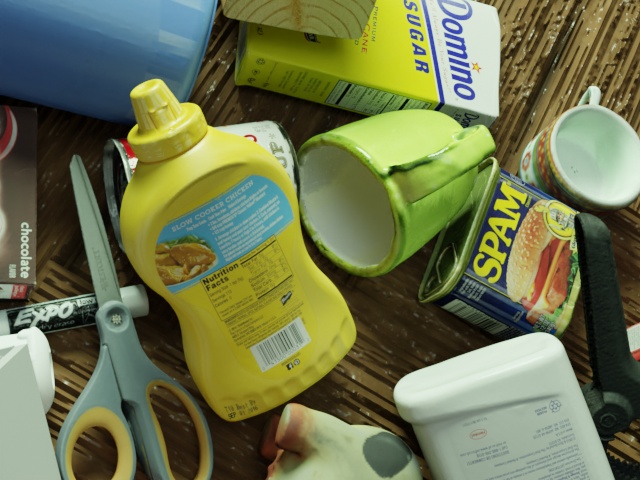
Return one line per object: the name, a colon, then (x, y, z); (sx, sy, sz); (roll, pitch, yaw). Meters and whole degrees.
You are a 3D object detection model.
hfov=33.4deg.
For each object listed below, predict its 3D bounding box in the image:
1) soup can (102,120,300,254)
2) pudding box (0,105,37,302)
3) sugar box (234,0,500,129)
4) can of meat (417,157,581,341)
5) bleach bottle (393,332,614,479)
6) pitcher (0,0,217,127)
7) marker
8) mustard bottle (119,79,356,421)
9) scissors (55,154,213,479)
soup can: (-0.071, -0.033, 0.634); (0.102, 0.069, 0.068); (-10, 74, -22)
pudding box: (-0.206, -0.023, 0.600); (0.090, 0.039, 0.113); (2, 71, -19)
sugar box: (0.034, -0.132, 0.716); (0.176, 0.048, 0.093); (10, 65, -13)
can of meat: (0.122, 0.012, 0.689); (0.084, 0.058, 0.102); (28, 65, -10)
bleach bottle: (0.129, 0.185, 0.606); (0.102, 0.068, 0.251); (-19, 95, 5)
pitcher: (-0.187, -0.152, 0.614); (0.242, 0.145, 0.149); (16, 79, -17)
marker: (-0.158, 0.044, 0.603); (0.121, 0.020, 0.020); (-10, 74, -22)
mustard bottle: (-0.054, 0.001, 0.579); (0.096, 0.058, 0.191); (-31, 119, -14)
scissors: (-0.127, 0.059, 0.589); (0.096, 0.016, 0.202); (-29, 93, -30)
